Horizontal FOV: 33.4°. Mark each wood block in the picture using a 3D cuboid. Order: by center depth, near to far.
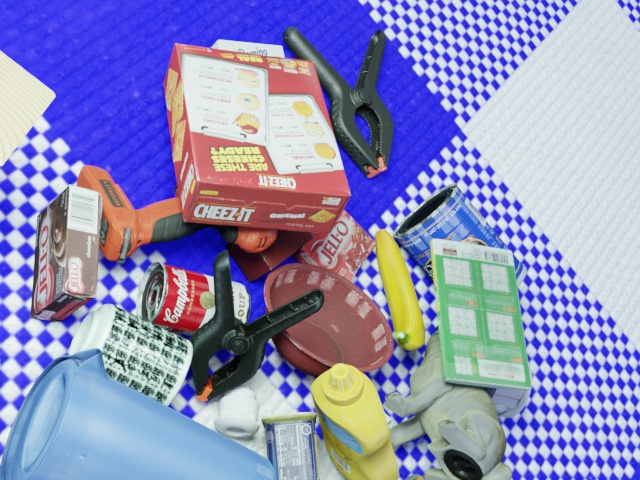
[{"bbox_3d":[-0.330,-0.085,0.954,0.090,0.207,0.090,39,54,-16],"label":"wood block"}]

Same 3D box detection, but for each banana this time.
[{"bbox_3d":[0.096,0.067,1.265,0.198,0.037,0.069,-100,175,-52],"label":"banana"}]

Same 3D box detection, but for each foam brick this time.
[{"bbox_3d":[-0.058,0.001,1.207,0.078,0.053,0.051,-38,95,-38],"label":"foam brick"}]

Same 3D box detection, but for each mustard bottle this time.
[{"bbox_3d":[0.032,0.184,1.103,0.058,0.191,0.096,-35,54,-16],"label":"mustard bottle"}]

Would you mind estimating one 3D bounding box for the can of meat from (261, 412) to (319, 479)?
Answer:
[{"bbox_3d":[-0.029,0.227,1.105,0.057,0.102,0.084,-5,74,-3],"label":"can of meat"}]

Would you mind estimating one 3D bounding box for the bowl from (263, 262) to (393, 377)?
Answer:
[{"bbox_3d":[-0.001,0.100,1.182,0.162,0.055,0.162,23,33,-16],"label":"bowl"}]

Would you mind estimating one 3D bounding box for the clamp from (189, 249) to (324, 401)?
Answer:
[{"bbox_3d":[-0.074,0.095,1.088,0.120,0.172,0.039,19,28,-11],"label":"clamp"}]

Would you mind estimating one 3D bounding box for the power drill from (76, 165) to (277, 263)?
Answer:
[{"bbox_3d":[-0.158,-0.053,1.134,0.187,0.057,0.184,-11,50,-30],"label":"power drill"}]

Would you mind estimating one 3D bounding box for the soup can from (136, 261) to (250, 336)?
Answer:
[{"bbox_3d":[-0.133,0.067,1.118,0.102,0.069,0.068,16,63,-30],"label":"soup can"}]

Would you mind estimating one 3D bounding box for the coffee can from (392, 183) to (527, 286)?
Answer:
[{"bbox_3d":[0.174,0.014,1.330,0.140,0.103,0.102,49,52,-8],"label":"coffee can"}]

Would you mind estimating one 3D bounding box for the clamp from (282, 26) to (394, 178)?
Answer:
[{"bbox_3d":[0.035,-0.182,1.357,0.164,0.036,0.210,0,71,-35],"label":"clamp"}]

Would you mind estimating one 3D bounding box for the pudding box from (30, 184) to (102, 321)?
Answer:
[{"bbox_3d":[-0.250,0.014,1.044,0.039,0.090,0.113,15,63,-32],"label":"pudding box"}]

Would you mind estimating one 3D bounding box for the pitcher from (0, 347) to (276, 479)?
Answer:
[{"bbox_3d":[-0.170,0.222,1.001,0.242,0.149,0.145,30,42,-26],"label":"pitcher"}]

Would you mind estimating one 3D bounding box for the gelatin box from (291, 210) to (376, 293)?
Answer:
[{"bbox_3d":[0.017,0.010,1.270,0.073,0.030,0.089,45,52,-11],"label":"gelatin box"}]

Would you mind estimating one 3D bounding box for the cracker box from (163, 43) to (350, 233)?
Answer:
[{"bbox_3d":[-0.073,-0.110,1.137,0.164,0.072,0.214,4,48,-21],"label":"cracker box"}]
